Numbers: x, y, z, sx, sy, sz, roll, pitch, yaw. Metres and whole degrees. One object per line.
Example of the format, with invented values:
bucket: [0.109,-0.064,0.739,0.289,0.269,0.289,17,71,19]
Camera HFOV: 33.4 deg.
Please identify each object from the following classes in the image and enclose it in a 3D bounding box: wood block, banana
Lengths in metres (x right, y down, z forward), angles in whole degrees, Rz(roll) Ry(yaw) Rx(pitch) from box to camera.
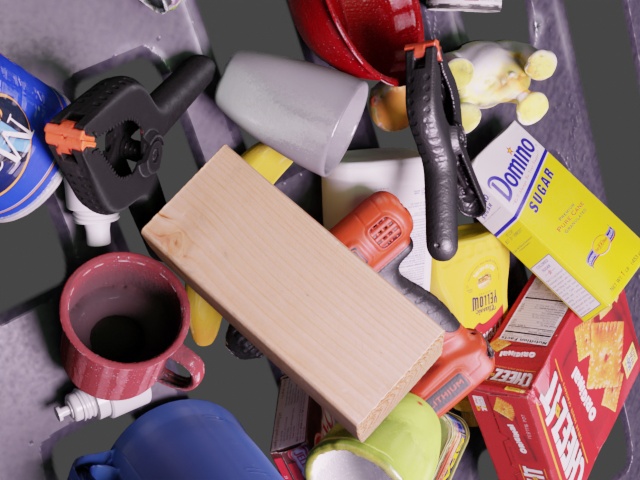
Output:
wood block: [-0.019,0.040,0.770,0.090,0.206,0.090,-47,165,-10]
banana: [-0.067,-0.011,0.869,0.069,0.037,0.198,35,80,-30]

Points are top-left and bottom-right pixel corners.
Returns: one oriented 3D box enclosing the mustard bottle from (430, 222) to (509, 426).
mustard bottle: [0.139,0.085,1.007,0.096,0.058,0.191,-16,108,-37]

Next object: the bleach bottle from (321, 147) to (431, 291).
bleach bottle: [0.047,0.048,0.940,0.102,0.068,0.251,-7,106,-25]

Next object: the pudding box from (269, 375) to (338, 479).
pudding box: [-0.007,0.175,0.903,0.039,0.113,0.090,-18,114,10]

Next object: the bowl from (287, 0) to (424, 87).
bowl: [0.020,-0.193,0.855,0.161,0.055,0.162,29,53,-49]

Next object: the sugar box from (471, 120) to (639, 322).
sugar box: [0.209,-0.020,0.977,0.176,0.048,0.093,45,54,2]

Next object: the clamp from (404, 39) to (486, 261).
clamp: [0.102,-0.077,0.868,0.120,0.039,0.171,-32,116,-69]

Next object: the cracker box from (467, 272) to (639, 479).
cracker box: [0.232,0.128,1.023,0.213,0.072,0.164,-51,130,-37]

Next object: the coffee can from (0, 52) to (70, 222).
coffee can: [-0.240,-0.083,0.679,0.140,0.103,0.103,36,78,-54]

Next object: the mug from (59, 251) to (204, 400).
mug: [-0.138,0.074,0.789,0.117,0.082,0.093,29,56,0]

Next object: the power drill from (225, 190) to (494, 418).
power drill: [0.040,0.077,0.883,0.184,0.057,0.187,-40,113,8]

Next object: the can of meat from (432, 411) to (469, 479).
can of meat: [0.091,0.200,0.976,0.102,0.057,0.084,-65,160,-5]

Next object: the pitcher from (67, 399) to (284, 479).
pitcher: [-0.077,0.220,0.785,0.149,0.243,0.145,-31,115,-16]

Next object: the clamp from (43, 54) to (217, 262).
clamp: [-0.132,-0.054,0.759,0.209,0.036,0.164,-22,123,-72]
